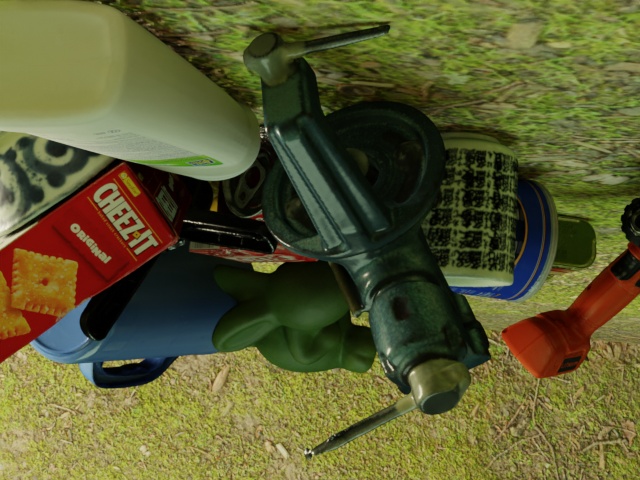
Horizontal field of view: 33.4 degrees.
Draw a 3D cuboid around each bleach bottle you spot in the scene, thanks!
[{"bbox_3d":[-0.106,-0.076,0.650,0.103,0.068,0.250,3,175,16],"label":"bleach bottle"}]

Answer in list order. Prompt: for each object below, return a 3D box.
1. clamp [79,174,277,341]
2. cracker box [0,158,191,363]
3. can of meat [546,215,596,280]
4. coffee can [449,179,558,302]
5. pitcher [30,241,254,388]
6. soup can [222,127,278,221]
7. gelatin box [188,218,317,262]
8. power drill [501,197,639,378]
[{"bbox_3d":[-0.136,-0.004,0.881,0.164,0.036,0.210,-30,-147,-6],"label":"clamp"},{"bbox_3d":[-0.199,0.018,0.773,0.214,0.072,0.164,-34,-167,4],"label":"cracker box"},{"bbox_3d":[0.214,0.005,1.074,0.102,0.057,0.084,7,170,-17],"label":"can of meat"},{"bbox_3d":[0.104,-0.008,0.859,0.140,0.103,0.103,8,172,-21],"label":"coffee can"},{"bbox_3d":[-0.175,0.062,1.013,0.145,0.149,0.242,-15,174,24],"label":"pitcher"},{"bbox_3d":[-0.014,-0.042,0.813,0.102,0.068,0.069,12,170,-41],"label":"soup can"},{"bbox_3d":[-0.056,0.001,0.911,0.089,0.030,0.073,-2,170,40],"label":"gelatin box"},{"bbox_3d":[0.237,0.034,0.869,0.188,0.057,0.184,-46,156,23],"label":"power drill"}]
